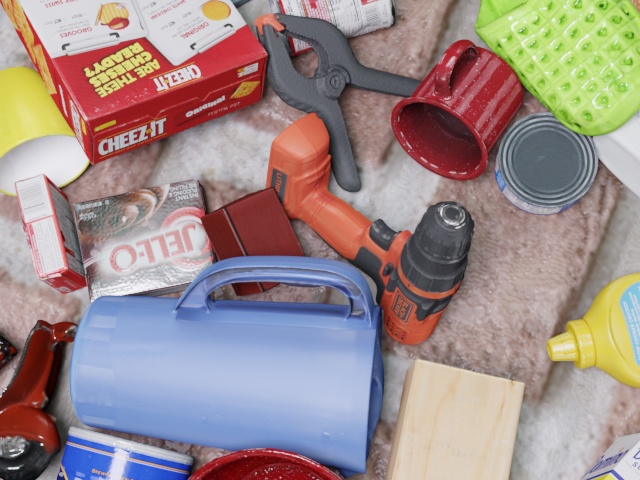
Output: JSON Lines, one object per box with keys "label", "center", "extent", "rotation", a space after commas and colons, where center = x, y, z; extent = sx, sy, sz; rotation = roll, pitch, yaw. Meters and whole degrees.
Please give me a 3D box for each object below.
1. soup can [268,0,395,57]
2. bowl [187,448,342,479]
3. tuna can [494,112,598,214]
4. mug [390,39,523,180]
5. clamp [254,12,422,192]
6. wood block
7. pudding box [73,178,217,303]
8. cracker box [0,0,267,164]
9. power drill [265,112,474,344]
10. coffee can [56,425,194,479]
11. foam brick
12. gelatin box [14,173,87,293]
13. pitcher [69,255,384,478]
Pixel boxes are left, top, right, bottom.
{"label": "soup can", "center": [0.009, -0.210, 0.955], "extent": [0.102, 0.068, 0.068], "rotation": [-17, 77, -3]}
{"label": "bowl", "center": [-0.031, 0.222, 0.810], "extent": [0.162, 0.055, 0.162], "rotation": [3, 105, 11]}
{"label": "tuna can", "center": [0.196, -0.066, 0.933], "extent": [0.086, 0.034, 0.086], "rotation": [0, 77, 2]}
{"label": "mug", "center": [0.118, -0.119, 0.903], "extent": [0.093, 0.117, 0.081], "rotation": [21, 59, 30]}
{"label": "clamp", "center": [0.017, -0.140, 0.925], "extent": [0.120, 0.039, 0.171], "rotation": [-46, 113, -18]}
{"label": "wood block", "center": [0.094, 0.208, 0.844], "extent": [0.090, 0.091, 0.206], "rotation": [12, 77, 3]}
{"label": "pudding box", "center": [-0.150, 0.003, 0.925], "extent": [0.113, 0.039, 0.090], "rotation": [-12, 77, -1]}
{"label": "cracker box", "center": [-0.168, -0.185, 0.918], "extent": [0.164, 0.072, 0.214], "rotation": [-24, 64, -19]}
{"label": "power drill", "center": [0.037, -0.016, 0.861], "extent": [0.057, 0.184, 0.188], "rotation": [-36, 69, -26]}
{"label": "coffee can", "center": [-0.167, 0.227, 0.841], "extent": [0.103, 0.103, 0.140], "rotation": [13, 78, 4]}
{"label": "foam brick", "center": [-0.056, 0.001, 0.898], "extent": [0.051, 0.053, 0.078], "rotation": [-29, 98, -29]}
{"label": "gelatin box", "center": [-0.229, -0.004, 0.912], "extent": [0.030, 0.073, 0.089], "rotation": [-16, 78, -1]}
{"label": "pitcher", "center": [-0.069, 0.097, 0.853], "extent": [0.243, 0.145, 0.149], "rotation": [5, 70, 6]}
